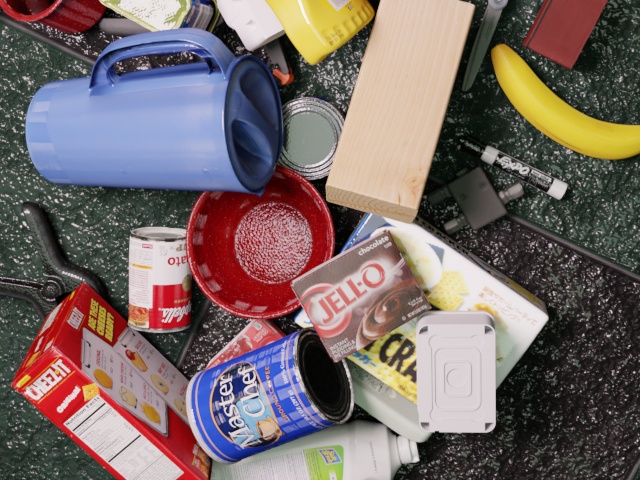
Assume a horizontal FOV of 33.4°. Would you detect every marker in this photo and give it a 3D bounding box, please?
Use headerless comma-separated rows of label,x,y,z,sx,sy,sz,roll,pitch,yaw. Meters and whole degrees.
marker,0.197,-0.077,1.102,0.121,0.020,0.020,27,103,1

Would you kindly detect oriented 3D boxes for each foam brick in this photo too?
foam brick,0.241,-0.215,1.053,0.051,0.053,0.078,26,104,1

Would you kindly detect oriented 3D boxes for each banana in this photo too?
banana,0.253,-0.130,1.079,0.198,0.037,0.069,24,79,0

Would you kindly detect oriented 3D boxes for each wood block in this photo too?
wood block,0.077,-0.131,1.038,0.091,0.090,0.206,16,83,3

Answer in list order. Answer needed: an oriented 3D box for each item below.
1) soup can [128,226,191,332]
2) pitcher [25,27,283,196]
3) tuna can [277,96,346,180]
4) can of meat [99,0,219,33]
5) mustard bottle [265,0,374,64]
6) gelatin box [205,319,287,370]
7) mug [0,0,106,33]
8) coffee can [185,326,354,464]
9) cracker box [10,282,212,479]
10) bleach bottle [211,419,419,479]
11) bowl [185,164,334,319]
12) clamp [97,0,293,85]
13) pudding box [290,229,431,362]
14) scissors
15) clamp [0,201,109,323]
soup can,-0.172,0.041,1.146,0.068,0.068,0.102,4,101,6
pitcher,-0.170,-0.120,1.061,0.243,0.144,0.149,0,88,22
tuna can,-0.012,-0.108,1.114,0.086,0.033,0.086,1,101,7
can of meat,-0.160,-0.236,1.048,0.102,0.084,0.057,29,101,8
mustard bottle,-0.035,-0.260,0.986,0.191,0.096,0.058,51,137,-9
gelatin box,-0.069,0.134,1.170,0.073,0.030,0.089,45,103,-4
mug,-0.263,-0.269,1.081,0.093,0.081,0.117,29,97,21
coffee can,-0.051,0.159,1.089,0.140,0.102,0.103,-25,97,26
cracker box,-0.205,0.165,1.106,0.072,0.164,0.213,-41,106,12
bleach bottle,-0.015,0.257,1.172,0.251,0.068,0.102,-11,101,7
bowl,-0.057,0.001,1.120,0.162,0.055,0.162,-1,88,15
clamp,-0.108,-0.238,1.100,0.210,0.036,0.165,32,104,4
pudding box,0.039,0.054,1.059,0.113,0.039,0.090,-30,96,-2
scissors,0.197,-0.246,1.062,0.096,0.016,0.202,5,95,2
clamp,-0.292,0.040,1.176,0.171,0.039,0.120,31,107,-6
